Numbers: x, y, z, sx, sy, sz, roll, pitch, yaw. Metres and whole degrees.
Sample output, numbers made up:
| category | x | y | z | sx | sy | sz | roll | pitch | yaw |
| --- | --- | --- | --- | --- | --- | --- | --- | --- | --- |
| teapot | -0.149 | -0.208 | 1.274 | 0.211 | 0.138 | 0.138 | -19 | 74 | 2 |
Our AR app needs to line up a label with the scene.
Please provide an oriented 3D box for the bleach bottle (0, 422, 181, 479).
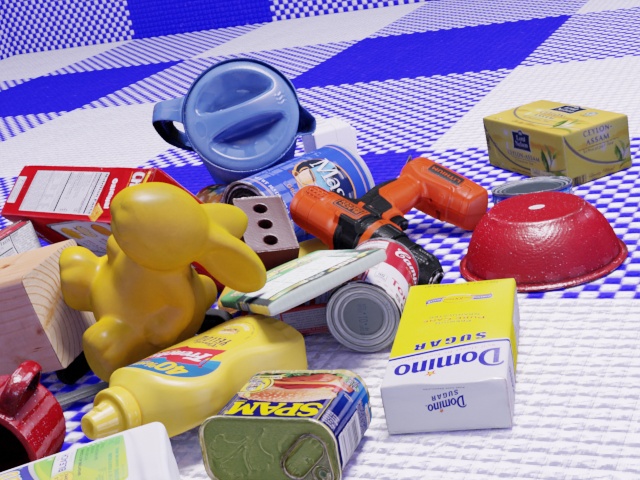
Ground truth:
| category | x | y | z | sx | sy | sz | roll | pitch | yaw |
| --- | --- | --- | --- | --- | --- | --- | --- | --- | --- |
| bleach bottle | -0.213 | 0.192 | 0.684 | 0.250 | 0.068 | 0.102 | -16 | 19 | -6 |

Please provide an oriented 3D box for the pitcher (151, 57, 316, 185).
| category | x | y | z | sx | sy | sz | roll | pitch | yaw |
| --- | --- | --- | --- | --- | --- | --- | --- | --- | --- |
| pitcher | -0.099 | -0.121 | 1.292 | 0.145 | 0.149 | 0.243 | -41 | -7 | -8 |

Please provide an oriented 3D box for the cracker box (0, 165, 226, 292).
| category | x | y | z | sx | sy | sz | roll | pitch | yaw |
| --- | --- | --- | --- | --- | --- | --- | --- | --- | --- |
| cracker box | -0.201 | -0.015 | 1.118 | 0.214 | 0.164 | 0.072 | 4 | 67 | 39 |

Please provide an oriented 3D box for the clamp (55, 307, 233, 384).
| category | x | y | z | sx | sy | sz | roll | pitch | yaw |
| --- | --- | --- | --- | --- | --- | --- | --- | --- | --- |
| clamp | -0.166 | 0.071 | 1.039 | 0.164 | 0.036 | 0.210 | -13 | 18 | -2 |

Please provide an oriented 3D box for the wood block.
| category | x | y | z | sx | sy | sz | roll | pitch | yaw |
| --- | --- | --- | --- | --- | --- | --- | --- | --- | --- |
| wood block | -0.312 | 0.076 | 0.975 | 0.206 | 0.090 | 0.090 | -14 | 18 | 24 |

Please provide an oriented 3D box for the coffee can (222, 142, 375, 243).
| category | x | y | z | sx | sy | sz | roll | pitch | yaw |
| --- | --- | --- | --- | --- | --- | --- | --- | --- | --- |
| coffee can | -0.023 | -0.039 | 1.176 | 0.140 | 0.103 | 0.103 | -25 | 23 | -35 |

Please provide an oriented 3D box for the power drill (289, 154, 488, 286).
| category | x | y | z | sx | sy | sz | roll | pitch | yaw |
| --- | --- | --- | --- | --- | --- | --- | --- | --- | --- |
| power drill | 0.089 | -0.021 | 1.090 | 0.185 | 0.057 | 0.187 | 32 | 35 | 32 |

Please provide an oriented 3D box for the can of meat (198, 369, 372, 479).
| category | x | y | z | sx | sy | sz | roll | pitch | yaw |
| --- | --- | --- | --- | --- | --- | --- | --- | --- | --- |
| can of meat | -0.021 | 0.132 | 0.754 | 0.102 | 0.057 | 0.083 | -2 | 18 | 22 |

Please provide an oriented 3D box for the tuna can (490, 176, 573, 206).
| category | x | y | z | sx | sy | sz | roll | pitch | yaw |
| --- | --- | --- | --- | --- | --- | --- | --- | --- | --- |
| tuna can | 0.227 | -0.043 | 1.139 | 0.086 | 0.034 | 0.086 | -9 | 12 | 2 |

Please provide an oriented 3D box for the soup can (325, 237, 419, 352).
| category | x | y | z | sx | sy | sz | roll | pitch | yaw |
| --- | --- | --- | --- | --- | --- | --- | --- | --- | --- |
| soup can | 0.046 | 0.047 | 0.942 | 0.069 | 0.068 | 0.102 | -5 | 20 | 16 |

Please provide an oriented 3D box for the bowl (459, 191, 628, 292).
| category | x | y | z | sx | sy | sz | roll | pitch | yaw |
| --- | --- | --- | --- | --- | --- | --- | --- | --- | --- |
| bowl | 0.210 | -0.007 | 1.025 | 0.162 | 0.055 | 0.162 | -10 | 18 | 3 |

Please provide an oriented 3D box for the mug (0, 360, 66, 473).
| category | x | y | z | sx | sy | sz | roll | pitch | yaw |
| --- | --- | --- | --- | --- | --- | --- | --- | --- | --- |
| mug | -0.231 | 0.138 | 0.775 | 0.093 | 0.117 | 0.081 | 23 | 16 | -1 |

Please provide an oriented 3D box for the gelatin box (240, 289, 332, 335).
| category | x | y | z | sx | sy | sz | roll | pitch | yaw |
| --- | --- | --- | --- | --- | --- | --- | --- | --- | --- |
| gelatin box | -0.027 | 0.065 | 0.993 | 0.089 | 0.030 | 0.073 | -9 | 17 | 5 |

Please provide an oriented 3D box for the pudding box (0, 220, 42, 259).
| category | x | y | z | sx | sy | sz | roll | pitch | yaw |
| --- | --- | --- | --- | --- | --- | --- | --- | --- | --- |
| pudding box | -0.307 | 0.047 | 1.070 | 0.039 | 0.113 | 0.090 | -14 | 16 | 26 |

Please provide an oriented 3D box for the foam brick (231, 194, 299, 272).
| category | x | y | z | sx | sy | sz | roll | pitch | yaw |
| --- | --- | --- | --- | --- | --- | --- | --- | --- | --- |
| foam brick | -0.057 | 0.001 | 1.044 | 0.053 | 0.051 | 0.078 | -5 | 46 | -18 |

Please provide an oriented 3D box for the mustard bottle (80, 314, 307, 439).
| category | x | y | z | sx | sy | sz | roll | pitch | yaw |
| --- | --- | --- | --- | --- | --- | --- | --- | --- | --- |
| mustard bottle | -0.104 | 0.110 | 0.822 | 0.096 | 0.058 | 0.191 | 5 | 17 | 39 |

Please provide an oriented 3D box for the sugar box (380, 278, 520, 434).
| category | x | y | z | sx | sy | sz | roll | pitch | yaw |
| --- | --- | --- | --- | --- | --- | --- | --- | --- | --- |
| sugar box | 0.106 | 0.085 | 0.832 | 0.093 | 0.048 | 0.176 | -6 | 18 | 14 |
